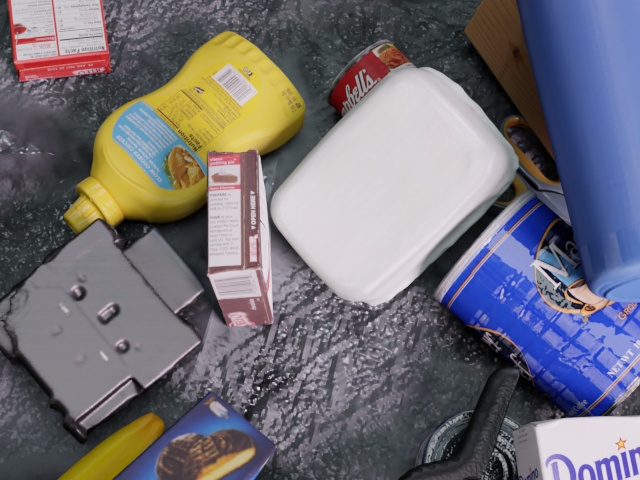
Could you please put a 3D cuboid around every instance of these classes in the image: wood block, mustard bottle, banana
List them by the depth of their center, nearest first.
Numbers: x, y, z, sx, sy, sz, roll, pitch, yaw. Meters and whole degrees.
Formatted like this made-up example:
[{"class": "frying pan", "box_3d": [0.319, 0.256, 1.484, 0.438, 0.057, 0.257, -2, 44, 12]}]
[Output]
[{"class": "banana", "box_3d": [-0.174, 0.184, 0.676, 0.037, 0.070, 0.197, 51, 49, -4]}, {"class": "mustard bottle", "box_3d": [-0.109, -0.069, 0.793, 0.191, 0.058, 0.096, -40, 77, -18]}, {"class": "wood block", "box_3d": [0.213, -0.119, 0.816, 0.090, 0.091, 0.206, -23, 71, -26]}]

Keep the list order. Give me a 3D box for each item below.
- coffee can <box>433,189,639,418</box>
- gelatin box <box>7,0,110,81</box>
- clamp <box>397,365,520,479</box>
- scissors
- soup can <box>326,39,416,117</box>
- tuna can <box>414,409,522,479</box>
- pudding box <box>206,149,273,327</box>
[{"class": "coffee can", "box_3d": [0.165, 0.048, 0.745, 0.140, 0.103, 0.102, 42, 70, 12]}, {"class": "gelatin box", "box_3d": [-0.207, -0.172, 0.843, 0.073, 0.030, 0.089, -8, 69, -10]}, {"class": "clamp", "box_3d": [0.106, 0.174, 0.686, 0.171, 0.039, 0.120, -40, 73, -19]}, {"class": "scissors", "box_3d": [0.183, -0.008, 0.815, 0.096, 0.016, 0.202, -24, 71, -17]}, {"class": "soup can", "box_3d": [0.063, -0.093, 0.813, 0.068, 0.068, 0.102, -37, 76, -18]}, {"class": "tuna can", "box_3d": [0.109, 0.160, 0.731, 0.086, 0.034, 0.086, 2, 68, -4]}, {"class": "pudding box", "box_3d": [-0.055, 0.001, 0.740, 0.039, 0.113, 0.090, -3, 68, -1]}]
